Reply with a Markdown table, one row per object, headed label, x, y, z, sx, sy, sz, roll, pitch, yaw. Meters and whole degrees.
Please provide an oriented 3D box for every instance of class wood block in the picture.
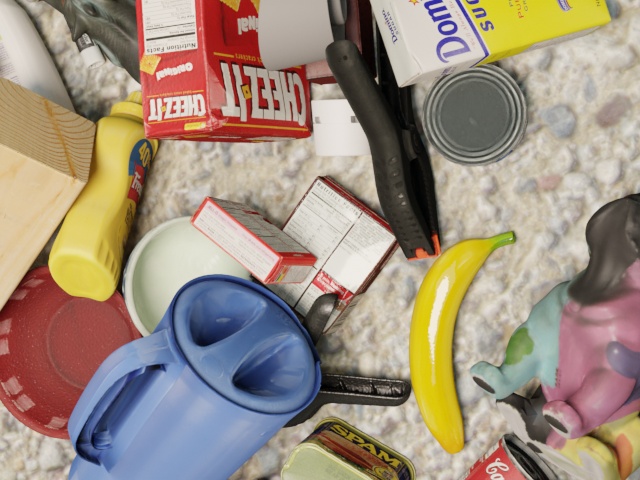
| label | x | y | z | sx | sy | sz | roll | pitch | yaw |
| --- | --- | --- | --- | --- | --- | --- | --- | --- | --- |
| wood block | -0.282 | -0.023 | 0.914 | 0.090 | 0.091 | 0.206 | 26 | 123 | -25 |

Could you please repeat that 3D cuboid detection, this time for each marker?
| label | x | y | z | sx | sy | sz | roll | pitch | yaw |
| --- | --- | --- | --- | --- | --- | --- | --- | --- | --- |
| marker | -0.233 | -0.217 | 0.993 | 0.020 | 0.020 | 0.121 | -26 | 86 | 16 |

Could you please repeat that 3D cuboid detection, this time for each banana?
| label | x | y | z | sx | sy | sz | roll | pitch | yaw |
| --- | --- | --- | --- | --- | --- | --- | --- | --- | --- |
| banana | 0.109 | 0.081 | 0.905 | 0.070 | 0.037 | 0.198 | 15 | 97 | 15 |

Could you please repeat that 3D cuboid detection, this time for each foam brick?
| label | x | y | z | sx | sy | sz | roll | pitch | yaw |
| --- | --- | --- | --- | --- | --- | --- | --- | --- | --- |
| foam brick | 0.015 | -0.175 | 0.908 | 0.051 | 0.053 | 0.078 | -3 | 92 | 16 |

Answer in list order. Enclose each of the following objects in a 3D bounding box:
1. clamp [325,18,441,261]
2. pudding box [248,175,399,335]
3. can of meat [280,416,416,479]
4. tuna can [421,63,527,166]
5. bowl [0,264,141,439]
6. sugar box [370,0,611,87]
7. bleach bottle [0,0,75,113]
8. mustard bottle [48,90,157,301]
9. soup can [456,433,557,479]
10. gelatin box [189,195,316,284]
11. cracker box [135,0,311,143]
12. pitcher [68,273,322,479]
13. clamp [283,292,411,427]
| label | x | y | z | sx | sy | sz | roll | pitch | yaw |
| --- | --- | --- | --- | --- | --- | --- | --- | --- | --- |
| clamp | 0.057 | -0.080 | 0.860 | 0.036 | 0.164 | 0.210 | -9 | 101 | 23 |
| pudding box | 0.005 | 0.013 | 0.930 | 0.090 | 0.039 | 0.113 | 38 | 101 | 12 |
| can of meat | 0.023 | 0.203 | 0.913 | 0.102 | 0.083 | 0.057 | 29 | 101 | 12 |
| tuna can | 0.129 | -0.104 | 0.890 | 0.086 | 0.033 | 0.086 | 1 | 94 | 16 |
| bowl | -0.228 | 0.100 | 0.993 | 0.162 | 0.055 | 0.162 | 1 | 94 | 16 |
| sugar box | 0.131 | -0.188 | 0.835 | 0.176 | 0.048 | 0.093 | -18 | 88 | -19 |
| bleach bottle | -0.294 | -0.170 | 0.992 | 0.103 | 0.068 | 0.251 | -21 | 85 | 17 |
| mustard bottle | -0.184 | -0.050 | 0.939 | 0.058 | 0.096 | 0.191 | 10 | 63 | 2 |
| soup can | 0.141 | 0.220 | 0.889 | 0.068 | 0.068 | 0.102 | 46 | 104 | 9 |
| gelatin box | -0.056 | 0.001 | 0.890 | 0.089 | 0.073 | 0.030 | 37 | 101 | 19 |
| cracker box | -0.075 | -0.189 | 0.871 | 0.072 | 0.164 | 0.214 | -2 | 92 | 29 |
| pitcher | -0.123 | 0.149 | 0.873 | 0.149 | 0.145 | 0.243 | 35 | 124 | -6 |
| clamp | -0.020 | 0.111 | 0.922 | 0.172 | 0.039 | 0.120 | -20 | 108 | 25 |
